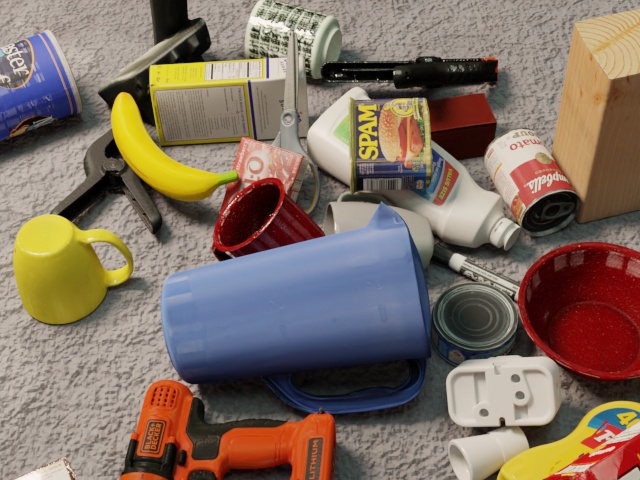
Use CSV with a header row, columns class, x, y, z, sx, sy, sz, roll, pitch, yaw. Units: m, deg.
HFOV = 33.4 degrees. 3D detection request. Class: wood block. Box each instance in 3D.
class,x,y,z,sx,sy,sz,roll,pitch,yaw
wood block,0.303,-0.125,1.098,0.090,0.206,0.090,-12,50,-7

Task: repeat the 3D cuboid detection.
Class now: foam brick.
class,x,y,z,sx,sy,sz,roll,pitch,yaw
foam brick,0.153,-0.127,1.209,0.078,0.051,0.053,-9,49,-5

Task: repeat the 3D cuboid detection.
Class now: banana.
class,x,y,z,sx,sy,sz,roll,pitch,yaw
banana,-0.178,-0.095,1.168,0.198,0.037,0.069,37,58,27

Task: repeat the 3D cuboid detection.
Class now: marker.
class,x,y,z,sx,sy,sz,roll,pitch,yaw
marker,0.163,0.034,1.094,0.121,0.020,0.020,27,56,23

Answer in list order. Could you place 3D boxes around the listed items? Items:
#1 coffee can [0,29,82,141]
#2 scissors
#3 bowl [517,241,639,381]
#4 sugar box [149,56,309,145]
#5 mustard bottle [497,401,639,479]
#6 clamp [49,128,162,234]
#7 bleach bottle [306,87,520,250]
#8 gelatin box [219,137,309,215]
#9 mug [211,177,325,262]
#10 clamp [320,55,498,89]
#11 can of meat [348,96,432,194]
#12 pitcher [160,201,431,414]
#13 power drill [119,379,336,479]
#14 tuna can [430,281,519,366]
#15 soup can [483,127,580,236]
class,x,y,z,sx,sy,sz,roll,pitch,yaw
coffee can,-0.362,-0.173,1.242,0.140,0.103,0.103,-24,53,-16
scissors,-0.051,-0.120,1.171,0.096,0.016,0.202,-13,84,13
bowl,0.269,0.079,1.027,0.162,0.055,0.162,-2,50,2
sugar box,-0.103,-0.160,1.224,0.176,0.093,0.048,-5,49,-2
mustard bottle,0.256,0.194,0.928,0.191,0.058,0.096,-26,58,-19
clamp,-0.238,-0.068,1.188,0.120,0.039,0.171,0,44,-10
bleach bottle,0.108,-0.069,1.157,0.251,0.068,0.102,33,61,24
gelatin box,-0.061,-0.058,1.147,0.073,0.030,0.089,19,93,16
mug,-0.057,0.001,1.084,0.117,0.081,0.093,-25,37,30
clamp,0.126,-0.193,1.231,0.209,0.036,0.165,-5,14,-23
can of meat,0.071,-0.100,1.109,0.084,0.057,0.102,-1,60,2
pitcher,-0.018,0.074,0.999,0.243,0.145,0.149,-11,47,6
power drill,-0.083,0.211,0.934,0.187,0.057,0.184,4,53,5
tuna can,0.150,0.083,1.044,0.086,0.034,0.086,-2,50,2
soup can,0.224,-0.063,1.141,0.068,0.068,0.102,-15,50,-9
